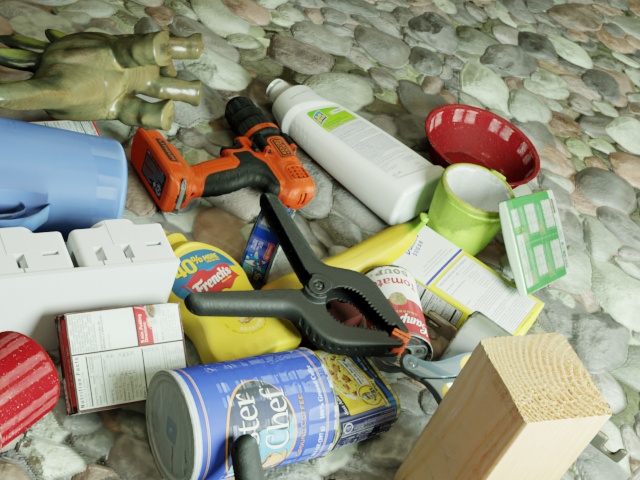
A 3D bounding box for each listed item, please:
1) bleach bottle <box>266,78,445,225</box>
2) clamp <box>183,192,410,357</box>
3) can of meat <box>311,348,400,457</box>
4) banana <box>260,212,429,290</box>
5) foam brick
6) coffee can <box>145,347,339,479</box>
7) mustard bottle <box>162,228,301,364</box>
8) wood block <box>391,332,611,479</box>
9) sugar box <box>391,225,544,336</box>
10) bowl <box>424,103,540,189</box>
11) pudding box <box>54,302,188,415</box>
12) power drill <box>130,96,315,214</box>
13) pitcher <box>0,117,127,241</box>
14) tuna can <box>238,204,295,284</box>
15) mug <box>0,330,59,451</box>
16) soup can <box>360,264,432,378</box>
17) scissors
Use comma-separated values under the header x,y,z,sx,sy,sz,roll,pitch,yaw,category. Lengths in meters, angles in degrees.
x,y,z,sx,sy,sz,roll,pitch,yaw,category
0.033,-0.123,1.329,0.251,0.068,0.102,41,43,23,bleach bottle
-0.007,0.044,1.038,0.210,0.036,0.164,23,53,2,clamp
0.015,0.148,1.025,0.083,0.058,0.102,-11,51,-37,can of meat
0.025,0.025,1.142,0.197,0.069,0.037,-27,59,-9,banana
-0.003,0.081,1.093,0.078,0.051,0.053,-20,56,-40,foam brick
-0.069,0.155,0.940,0.140,0.103,0.103,-6,48,-31,coffee can
-0.111,0.057,1.063,0.096,0.058,0.192,-23,58,-35,mustard bottle
0.151,0.182,0.935,0.090,0.206,0.090,-1,46,-27,wood block
0.153,0.056,1.202,0.176,0.048,0.093,33,40,17,sugar box
0.203,-0.108,1.398,0.162,0.055,0.162,13,41,-12,bowl
-0.177,0.105,0.963,0.113,0.039,0.090,-5,83,-28,pudding box
-0.119,-0.101,1.234,0.187,0.057,0.185,-10,47,-32,power drill
-0.315,-0.055,1.036,0.242,0.145,0.149,6,72,-25,pitcher
-0.057,0.001,1.129,0.034,0.086,0.086,22,40,0,tuna can
-0.282,0.127,0.892,0.117,0.093,0.081,1,23,31,mug
0.075,0.084,1.116,0.068,0.069,0.102,9,41,-17,soup can
0.103,0.114,1.048,0.202,0.016,0.096,37,54,10,scissors
